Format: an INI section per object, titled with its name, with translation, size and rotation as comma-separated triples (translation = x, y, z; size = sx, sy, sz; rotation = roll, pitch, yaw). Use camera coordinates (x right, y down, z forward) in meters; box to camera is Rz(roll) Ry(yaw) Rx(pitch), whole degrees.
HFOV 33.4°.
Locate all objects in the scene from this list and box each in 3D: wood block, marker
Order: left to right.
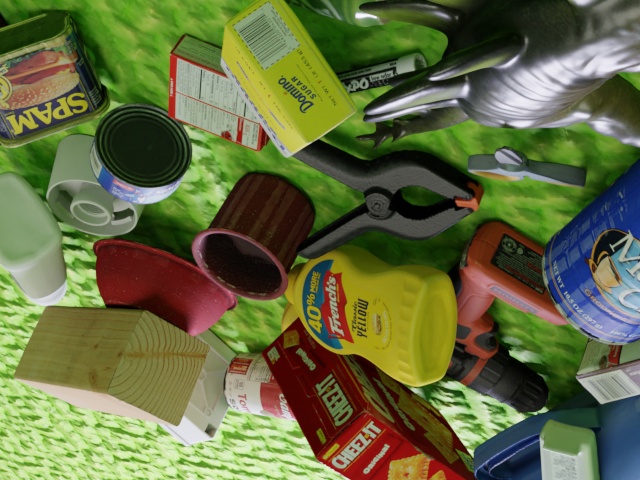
[wood block]
translation = -0.221, 0.126, 1.108
size = 0.090, 0.090, 0.207
rotation = 34, 157, -34
[marker]
translation = 0.026, -0.121, 0.811
size = 0.121, 0.020, 0.020
rotation = -7, 132, 39

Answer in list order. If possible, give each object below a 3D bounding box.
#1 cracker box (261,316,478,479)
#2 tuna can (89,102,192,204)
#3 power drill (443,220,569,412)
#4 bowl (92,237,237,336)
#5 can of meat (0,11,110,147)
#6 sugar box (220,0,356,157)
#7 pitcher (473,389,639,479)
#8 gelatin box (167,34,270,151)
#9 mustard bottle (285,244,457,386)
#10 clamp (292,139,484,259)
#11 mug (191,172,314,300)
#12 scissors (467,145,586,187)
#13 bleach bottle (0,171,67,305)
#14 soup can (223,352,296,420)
[cracker box]
translation = 0.059, 0.178, 1.019
size = 0.213, 0.072, 0.164
rotation = 40, -172, -35
[tuna can]
translation = -0.157, -0.075, 0.933
size = 0.086, 0.086, 0.034
rotation = 31, 146, -5
[power drill]
translation = 0.153, 0.074, 0.937
size = 0.184, 0.057, 0.188
rotation = 30, 145, -3
[bowl]
translation = -0.169, 0.059, 1.101
size = 0.162, 0.055, 0.162
rotation = 18, 160, 7
[can of meat]
translation = -0.242, -0.139, 0.907
size = 0.102, 0.057, 0.084
rotation = -19, 130, -1
[sugar box]
translation = -0.028, -0.108, 0.742
size = 0.093, 0.048, 0.176
rotation = 55, 173, -4
[pitcher]
translation = 0.258, 0.181, 0.939
size = 0.145, 0.149, 0.243
rotation = 51, 142, 11
[gelatin box]
translation = -0.080, -0.120, 0.874
size = 0.089, 0.030, 0.073
rotation = 22, 143, 8
[mustard bottle]
translation = 0.031, 0.054, 0.929
size = 0.192, 0.058, 0.096
rotation = 17, 112, 47
[clamp]
translation = 0.043, -0.045, 0.868
size = 0.172, 0.039, 0.120
rotation = -8, 125, 21
[mug]
translation = -0.056, 0.001, 0.964
size = 0.093, 0.081, 0.117
rotation = 19, 144, 13
[scissors]
translation = 0.149, -0.050, 0.729
size = 0.096, 0.016, 0.202
rotation = 8, -178, -2
[bleach bottle]
translation = -0.304, 0.020, 1.129
size = 0.102, 0.068, 0.251
rotation = 54, 164, 13
[soup can]
translation = -0.047, 0.160, 1.170
size = 0.102, 0.068, 0.068
rotation = 3, 138, 31
